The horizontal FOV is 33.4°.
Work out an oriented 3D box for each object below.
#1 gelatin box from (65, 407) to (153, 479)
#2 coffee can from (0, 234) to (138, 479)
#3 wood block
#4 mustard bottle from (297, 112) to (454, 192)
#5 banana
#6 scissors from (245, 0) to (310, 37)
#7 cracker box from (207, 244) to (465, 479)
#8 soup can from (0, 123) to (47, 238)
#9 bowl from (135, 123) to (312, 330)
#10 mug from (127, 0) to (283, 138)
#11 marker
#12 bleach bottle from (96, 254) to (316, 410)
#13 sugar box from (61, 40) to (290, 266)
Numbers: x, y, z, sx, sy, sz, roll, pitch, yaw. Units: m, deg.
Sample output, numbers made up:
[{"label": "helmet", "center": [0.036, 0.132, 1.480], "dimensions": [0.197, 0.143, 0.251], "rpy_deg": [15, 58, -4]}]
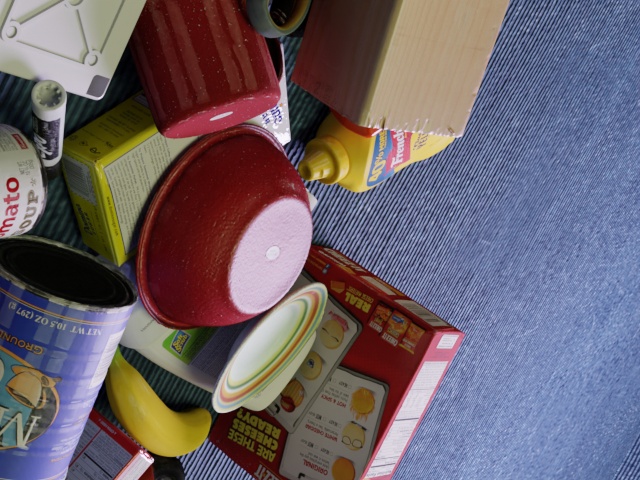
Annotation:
[{"label": "gelatin box", "center": [-0.185, 0.179, 0.820], "dimensions": [0.089, 0.073, 0.030], "rpy_deg": [-50, 149, -14]}, {"label": "coffee can", "center": [-0.191, 0.080, 0.692], "dimensions": [0.102, 0.103, 0.140], "rpy_deg": [4, 114, -56]}, {"label": "wood block", "center": [0.065, -0.179, 0.671], "dimensions": [0.090, 0.090, 0.206], "rpy_deg": [2, 115, -36]}, {"label": "mustard bottle", "center": [0.051, -0.094, 0.930], "dimensions": [0.191, 0.058, 0.096], "rpy_deg": [-30, 145, -38]}, {"label": "banana", "center": [-0.130, 0.143, 0.882], "dimensions": [0.197, 0.037, 0.069], "rpy_deg": [61, 32, -58]}, {"label": "scissors", "center": [-0.023, -0.220, 0.670], "dimensions": [0.096, 0.016, 0.201], "rpy_deg": [35, 56, -41]}, {"label": "cracker box", "center": [0.013, 0.134, 0.978], "dimensions": [0.072, 0.164, 0.214], "rpy_deg": [10, 109, -56]}, {"label": "soup can", "center": [-0.214, -0.029, 0.596], "dimensions": [0.102, 0.069, 0.068], "rpy_deg": [-14, 128, -51]}, {"label": "bowl", "center": [-0.055, 0.001, 0.764], "dimensions": [0.161, 0.055, 0.162], "rpy_deg": [-35, 139, -39]}, {"label": "mug", "center": [-0.067, -0.116, 0.676], "dimensions": [0.117, 0.093, 0.081], "rpy_deg": [-15, 86, -51]}, {"label": "marker", "center": [-0.162, -0.062, 0.634], "dimensions": [0.020, 0.020, 0.121], "rpy_deg": [-45, 178, -22]}, {"label": "bleach bottle", "center": [-0.096, 0.059, 0.854], "dimensions": [0.102, 0.068, 0.250], "rpy_deg": [-56, 147, -6]}, {"label": "sugar box", "center": [-0.097, -0.070, 0.752], "dimensions": [0.176, 0.048, 0.093], "rpy_deg": [-41, 145, -33]}]
